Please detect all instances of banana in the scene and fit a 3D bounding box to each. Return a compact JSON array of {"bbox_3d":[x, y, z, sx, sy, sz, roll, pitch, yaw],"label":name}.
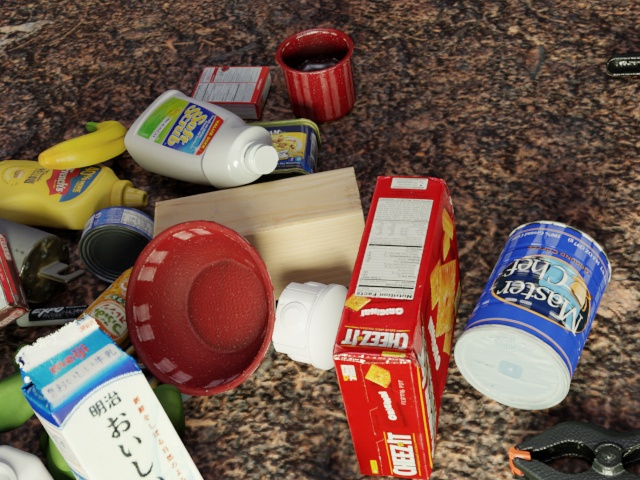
[{"bbox_3d":[-0.263,-0.110,1.239,0.069,0.037,0.197,-9,14,7],"label":"banana"}]

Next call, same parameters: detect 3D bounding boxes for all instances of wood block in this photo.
[{"bbox_3d":[-0.057,0.001,1.080,0.206,0.091,0.090,-10,36,2],"label":"wood block"}]

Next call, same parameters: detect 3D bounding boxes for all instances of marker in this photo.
[{"bbox_3d":[-0.280,0.079,1.102,0.121,0.020,0.020,-4,44,7],"label":"marker"}]

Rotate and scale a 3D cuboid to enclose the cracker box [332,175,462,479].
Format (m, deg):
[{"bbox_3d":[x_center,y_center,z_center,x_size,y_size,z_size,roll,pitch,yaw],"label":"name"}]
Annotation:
[{"bbox_3d":[0.074,0.073,0.932,0.072,0.164,0.213,1,45,15],"label":"cracker box"}]

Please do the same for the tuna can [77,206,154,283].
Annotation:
[{"bbox_3d":[-0.207,0.005,1.115,0.086,0.086,0.033,-3,43,8],"label":"tuna can"}]

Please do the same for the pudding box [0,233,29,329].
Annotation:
[{"bbox_3d":[-0.356,0.055,1.076,0.114,0.039,0.090,-29,69,15],"label":"pudding box"}]

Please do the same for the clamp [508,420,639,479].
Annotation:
[{"bbox_3d":[0.241,0.192,0.867,0.171,0.039,0.120,-8,39,12],"label":"clamp"}]

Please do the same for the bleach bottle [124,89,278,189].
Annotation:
[{"bbox_3d":[-0.119,-0.108,1.163,0.102,0.068,0.251,-49,33,-17],"label":"bleach bottle"}]

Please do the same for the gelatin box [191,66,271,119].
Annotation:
[{"bbox_3d":[-0.112,-0.184,1.330,0.089,0.030,0.073,2,47,13],"label":"gelatin box"}]

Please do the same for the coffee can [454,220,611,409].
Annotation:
[{"bbox_3d":[0.193,0.066,0.960,0.103,0.103,0.140,13,49,23],"label":"coffee can"}]

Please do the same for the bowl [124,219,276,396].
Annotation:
[{"bbox_3d":[-0.102,0.062,0.998,0.162,0.162,0.055,15,5,25],"label":"bowl"}]

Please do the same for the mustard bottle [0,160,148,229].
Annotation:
[{"bbox_3d":[-0.287,-0.051,1.208,0.192,0.058,0.096,4,34,14],"label":"mustard bottle"}]

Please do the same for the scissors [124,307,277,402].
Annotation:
[{"bbox_3d":[-0.093,0.109,1.036,0.201,0.016,0.096,-12,45,-1],"label":"scissors"}]

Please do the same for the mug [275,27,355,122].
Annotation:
[{"bbox_3d":[-0.001,-0.204,1.291,0.093,0.081,0.117,-3,44,8],"label":"mug"}]

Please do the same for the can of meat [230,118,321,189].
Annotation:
[{"bbox_3d":[-0.052,-0.086,1.199,0.102,0.057,0.084,-3,47,9],"label":"can of meat"}]
